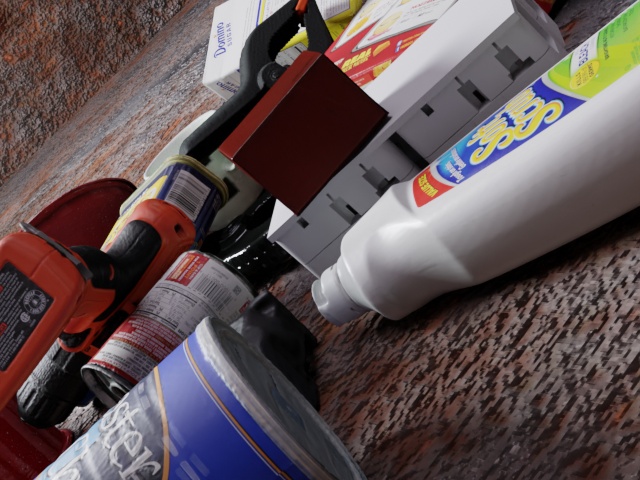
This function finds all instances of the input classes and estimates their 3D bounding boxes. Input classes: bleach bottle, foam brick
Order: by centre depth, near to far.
[{"bbox_3d":[0.094,-0.027,0.504,0.251,0.068,0.102,-35,19,28],"label":"bleach bottle"},{"bbox_3d":[-0.010,-0.060,0.595,0.078,0.051,0.053,-48,17,1],"label":"foam brick"}]

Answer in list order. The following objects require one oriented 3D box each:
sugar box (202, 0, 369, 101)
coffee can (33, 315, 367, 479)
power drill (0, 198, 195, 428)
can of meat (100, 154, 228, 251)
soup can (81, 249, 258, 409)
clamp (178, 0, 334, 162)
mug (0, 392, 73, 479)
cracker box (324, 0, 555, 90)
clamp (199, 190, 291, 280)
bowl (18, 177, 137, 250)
[{"bbox_3d":[-0.023,-0.192,0.935,0.177,0.048,0.093,-19,53,38],"label":"sugar box"},{"bbox_3d":[-0.063,0.115,0.442,0.140,0.102,0.103,-43,18,1],"label":"coffee can"},{"bbox_3d":[-0.164,0.055,0.662,0.184,0.057,0.187,-56,-7,9],"label":"power drill"},{"bbox_3d":[-0.124,-0.002,0.802,0.102,0.057,0.084,-38,21,39],"label":"can of meat"},{"bbox_3d":[-0.091,0.063,0.667,0.102,0.068,0.069,-52,21,-27],"label":"soup can"},{"bbox_3d":[-0.042,-0.117,0.838,0.039,0.120,0.171,84,-167,-66],"label":"clamp"},{"bbox_3d":[-0.242,0.143,0.777,0.093,0.081,0.117,-41,19,5],"label":"mug"},{"bbox_3d":[0.089,-0.158,0.786,0.164,0.072,0.213,-18,30,49],"label":"cracker box"},{"bbox_3d":[-0.055,0.001,0.781,0.210,0.036,0.164,-40,19,20],"label":"clamp"},{"bbox_3d":[-0.207,0.023,0.945,0.162,0.055,0.162,-40,-20,-18],"label":"bowl"}]
